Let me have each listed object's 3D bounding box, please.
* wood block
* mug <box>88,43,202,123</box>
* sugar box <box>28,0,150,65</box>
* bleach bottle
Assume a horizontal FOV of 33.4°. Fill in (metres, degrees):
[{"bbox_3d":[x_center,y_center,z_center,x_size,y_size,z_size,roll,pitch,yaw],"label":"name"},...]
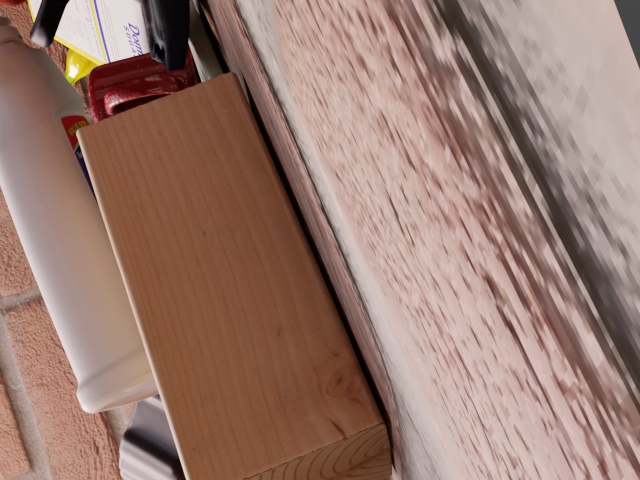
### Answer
[{"bbox_3d":[-0.044,0.030,0.539,0.090,0.090,0.206,77,170,-62],"label":"wood block"},{"bbox_3d":[-0.122,-0.098,0.779,0.117,0.081,0.093,20,-123,-86],"label":"mug"},{"bbox_3d":[-0.177,-0.190,0.869,0.176,0.048,0.093,30,143,31],"label":"sugar box"},{"bbox_3d":[-0.152,-0.025,0.644,0.251,0.068,0.102,62,-167,9],"label":"bleach bottle"}]
